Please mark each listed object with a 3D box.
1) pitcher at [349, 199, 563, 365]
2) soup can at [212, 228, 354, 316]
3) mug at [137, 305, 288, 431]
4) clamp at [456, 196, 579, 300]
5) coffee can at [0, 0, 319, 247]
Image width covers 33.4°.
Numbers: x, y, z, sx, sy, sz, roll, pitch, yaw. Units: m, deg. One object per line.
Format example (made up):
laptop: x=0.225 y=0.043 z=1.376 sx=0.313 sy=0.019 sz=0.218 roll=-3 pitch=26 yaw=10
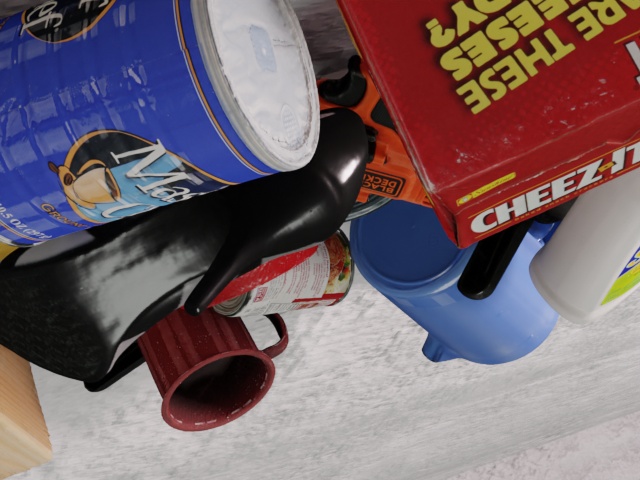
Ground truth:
pitcher: x=0.122 y=0.012 z=0.894 sx=0.145 sy=0.149 sz=0.242 roll=-5 pitch=163 yaw=22
soup can: x=-0.034 y=0.021 z=0.820 sx=0.102 sy=0.068 sz=0.069 roll=-4 pitch=152 yaw=-40
mug: x=-0.082 y=0.083 z=0.831 sx=0.117 sy=0.081 sz=0.093 roll=-23 pitch=142 yaw=-13
clamp: x=0.156 y=-0.044 z=0.787 sx=0.036 sy=0.164 sz=0.209 roll=11 pitch=-171 yaw=34
coffee can: x=-0.085 y=-0.063 z=0.468 sx=0.140 sy=0.103 sz=0.102 roll=-15 pitch=163 yaw=21
